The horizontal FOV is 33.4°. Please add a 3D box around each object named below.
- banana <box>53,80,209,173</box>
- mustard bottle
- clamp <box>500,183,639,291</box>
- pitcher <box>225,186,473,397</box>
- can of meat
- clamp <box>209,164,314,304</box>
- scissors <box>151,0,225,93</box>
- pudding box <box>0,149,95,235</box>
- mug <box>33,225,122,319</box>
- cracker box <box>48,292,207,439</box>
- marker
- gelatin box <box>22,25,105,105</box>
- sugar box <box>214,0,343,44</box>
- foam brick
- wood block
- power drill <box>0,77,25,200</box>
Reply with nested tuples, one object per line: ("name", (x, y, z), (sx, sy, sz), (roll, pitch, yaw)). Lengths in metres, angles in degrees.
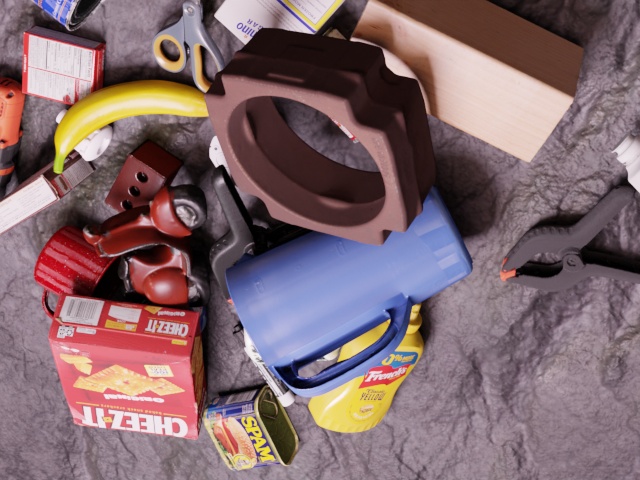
("banana", (-0.213, -0.140, 1.174), (0.198, 0.037, 0.069), (-20, 106, 6))
("mustard bottle", (0.065, 0.137, 1.223), (0.096, 0.058, 0.192), (6, 127, -32))
("clamp", (0.267, 0.003, 1.111), (0.172, 0.039, 0.120), (-9, 113, 22))
("pitcher", (0.035, 0.046, 1.117), (0.243, 0.145, 0.149), (-27, 100, 6))
("can of meat", (-0.088, 0.238, 1.343), (0.084, 0.057, 0.102), (-14, 112, 26))
("clamp", (-0.058, 0.001, 1.199), (0.164, 0.036, 0.210), (8, 138, -12))
("scissors", (-0.146, -0.236, 1.097), (0.096, 0.016, 0.202), (14, 140, 24))
("pudding box", (-0.330, -0.056, 1.245), (0.114, 0.090, 0.039), (-29, 105, 28))
("mug", (-0.294, 0.044, 1.282), (0.081, 0.093, 0.117), (28, 97, 7))
("cracker box", (-0.224, 0.156, 1.273), (0.164, 0.072, 0.214), (8, 144, 2))
("marker", (-0.070, 0.152, 1.312), (0.020, 0.020, 0.121), (-25, 107, 28))
("gelatin box", (-0.287, -0.193, 1.193), (0.089, 0.030, 0.073), (15, 120, 8))
("sugar box", (-0.018, -0.260, 1.061), (0.093, 0.048, 0.176), (43, 125, -6))
("foam brick", (-0.202, -0.066, 1.220), (0.053, 0.051, 0.078), (33, 122, -1))
("wood block", (0.133, -0.172, 1.011), (0.206, 0.090, 0.090), (25, 136, -3))
("power drill", (-0.446, -0.132, 1.263), (0.187, 0.057, 0.185), (22, 118, 2))
